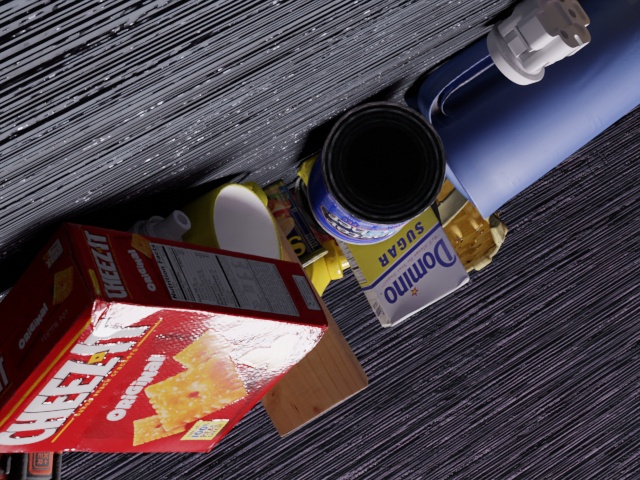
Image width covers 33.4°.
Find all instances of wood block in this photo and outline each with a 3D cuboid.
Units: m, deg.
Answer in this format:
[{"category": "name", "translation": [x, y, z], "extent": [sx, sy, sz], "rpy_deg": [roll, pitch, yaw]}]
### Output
[{"category": "wood block", "translation": [-0.046, 0.061, 0.970], "extent": [0.090, 0.206, 0.091], "rpy_deg": [-31, 177, 1]}]

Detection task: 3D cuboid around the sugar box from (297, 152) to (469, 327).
[{"category": "sugar box", "translation": [0.060, -0.015, 1.021], "extent": [0.093, 0.176, 0.048], "rpy_deg": [-29, 177, -12]}]

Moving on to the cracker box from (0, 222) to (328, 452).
[{"category": "cracker box", "translation": [-0.122, 0.079, 0.744], "extent": [0.213, 0.072, 0.164], "rpy_deg": [11, 130, -47]}]

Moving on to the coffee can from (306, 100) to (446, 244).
[{"category": "coffee can", "translation": [0.045, -0.055, 0.925], "extent": [0.102, 0.103, 0.140], "rpy_deg": [-30, 177, -8]}]

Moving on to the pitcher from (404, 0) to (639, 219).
[{"category": "pitcher", "translation": [0.203, -0.142, 0.959], "extent": [0.243, 0.145, 0.149], "rpy_deg": [-35, -171, 8]}]

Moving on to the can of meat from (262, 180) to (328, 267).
[{"category": "can of meat", "translation": [-0.057, 0.001, 1.050], "extent": [0.102, 0.084, 0.057], "rpy_deg": [-30, 177, 1]}]
